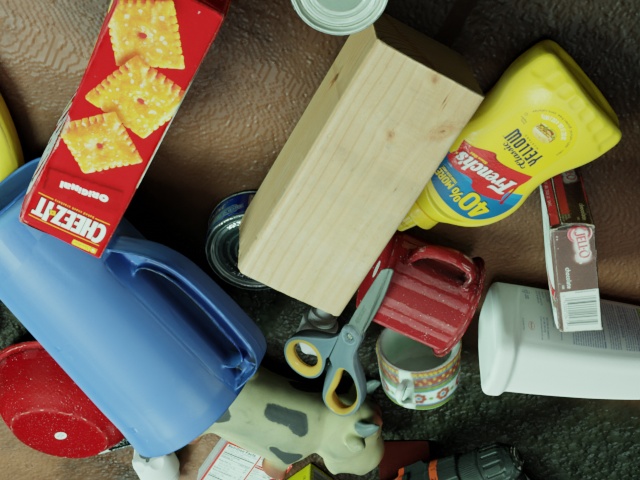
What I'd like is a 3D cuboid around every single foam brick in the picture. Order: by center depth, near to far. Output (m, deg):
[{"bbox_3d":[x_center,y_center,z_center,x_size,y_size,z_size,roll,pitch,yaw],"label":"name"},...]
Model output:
[{"bbox_3d":[0.087,0.249,1.087,0.053,0.051,0.078,-3,127,5],"label":"foam brick"}]

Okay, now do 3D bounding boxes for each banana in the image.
[{"bbox_3d":[-0.278,-0.090,0.863,0.070,0.037,0.198,3,129,31],"label":"banana"}]

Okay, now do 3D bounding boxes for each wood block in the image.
[{"bbox_3d":[0.024,-0.058,0.810,0.090,0.091,0.206,25,114,-15],"label":"wood block"}]

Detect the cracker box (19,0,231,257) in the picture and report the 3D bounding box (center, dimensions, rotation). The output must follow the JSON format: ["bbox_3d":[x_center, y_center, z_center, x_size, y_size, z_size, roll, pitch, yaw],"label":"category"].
[{"bbox_3d":[-0.129,-0.121,0.747,0.072,0.164,0.214,26,124,-14],"label":"cracker box"}]

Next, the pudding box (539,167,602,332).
[{"bbox_3d":[0.203,0.005,0.871,0.039,0.090,0.113,-6,127,9],"label":"pudding box"}]

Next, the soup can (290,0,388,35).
[{"bbox_3d":[0.014,-0.191,0.724,0.068,0.102,0.068,2,127,2],"label":"soup can"}]

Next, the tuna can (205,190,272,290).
[{"bbox_3d":[-0.056,0.001,0.918,0.086,0.033,0.086,2,127,2],"label":"tuna can"}]

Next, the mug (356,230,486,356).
[{"bbox_3d":[0.086,0.036,0.896,0.081,0.093,0.117,24,152,-9],"label":"mug"}]

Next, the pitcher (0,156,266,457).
[{"bbox_3d":[-0.166,0.048,0.860,0.149,0.145,0.242,-40,114,-3],"label":"pitcher"}]

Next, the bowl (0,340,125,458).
[{"bbox_3d":[-0.243,0.162,1.017,0.162,0.055,0.162,4,141,3],"label":"bowl"}]

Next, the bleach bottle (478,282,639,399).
[{"bbox_3d":[0.268,0.100,0.931,0.251,0.102,0.068,8,132,-2],"label":"bleach bottle"}]

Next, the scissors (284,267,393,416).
[{"bbox_3d":[0.012,0.074,0.908,0.096,0.016,0.202,30,138,25],"label":"scissors"}]

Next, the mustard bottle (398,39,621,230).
[{"bbox_3d":[0.131,-0.065,0.841,0.192,0.058,0.096,-36,113,27],"label":"mustard bottle"}]

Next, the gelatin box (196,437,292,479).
[{"bbox_3d":[-0.078,0.233,1.099,0.073,0.030,0.089,24,125,-13],"label":"gelatin box"}]

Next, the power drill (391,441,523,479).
[{"bbox_3d":[0.147,0.281,1.041,0.185,0.057,0.187,-27,119,25],"label":"power drill"}]
